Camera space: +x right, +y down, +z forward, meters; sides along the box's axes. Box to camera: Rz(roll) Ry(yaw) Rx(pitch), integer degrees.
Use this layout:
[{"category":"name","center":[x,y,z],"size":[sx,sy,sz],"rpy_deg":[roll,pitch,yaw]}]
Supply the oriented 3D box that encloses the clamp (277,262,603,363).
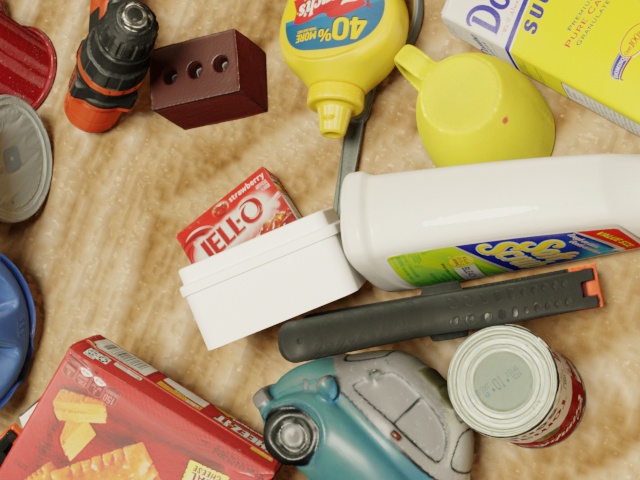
[{"category":"clamp","center":[0.075,0.047,0.698],"size":[0.210,0.164,0.036],"rpy_deg":[-10,88,-3]}]

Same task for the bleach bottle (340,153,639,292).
[{"category":"bleach bottle","center":[0.146,-0.020,0.679],"size":[0.251,0.102,0.068],"rpy_deg":[-9,67,21]}]

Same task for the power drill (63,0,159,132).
[{"category":"power drill","center":[-0.156,-0.194,0.828],"size":[0.185,0.057,0.187],"rpy_deg":[147,132,-62]}]

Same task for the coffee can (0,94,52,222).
[{"category":"coffee can","center":[-0.310,-0.065,0.883],"size":[0.140,0.102,0.103],"rpy_deg":[-1,77,23]}]

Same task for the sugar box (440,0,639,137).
[{"category":"sugar box","center":[0.177,-0.149,0.731],"size":[0.176,0.048,0.093],"rpy_deg":[34,92,25]}]

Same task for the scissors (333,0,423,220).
[{"category":"scissors","center":[0.014,-0.110,0.806],"size":[0.096,0.016,0.202],"rpy_deg":[22,86,28]}]

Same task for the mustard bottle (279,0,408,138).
[{"category":"mustard bottle","center":[0.018,-0.167,0.776],"size":[0.096,0.058,0.191],"rpy_deg":[-1,75,26]}]

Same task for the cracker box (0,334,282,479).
[{"category":"cracker box","center":[-0.146,0.198,0.730],"size":[0.164,0.072,0.214],"rpy_deg":[31,95,6]}]

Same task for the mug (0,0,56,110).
[{"category":"mug","center":[-0.288,-0.167,0.911],"size":[0.093,0.081,0.117],"rpy_deg":[-12,73,20]}]

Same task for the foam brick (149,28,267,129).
[{"category":"foam brick","center":[-0.087,-0.124,0.832],"size":[0.078,0.051,0.053],"rpy_deg":[-11,73,20]}]

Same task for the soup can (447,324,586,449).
[{"category":"soup can","center":[0.123,0.092,0.661],"size":[0.069,0.102,0.068],"rpy_deg":[-6,75,21]}]

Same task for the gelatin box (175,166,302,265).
[{"category":"gelatin box","center":[-0.055,0.001,0.799],"size":[0.089,0.030,0.073],"rpy_deg":[-37,66,10]}]
